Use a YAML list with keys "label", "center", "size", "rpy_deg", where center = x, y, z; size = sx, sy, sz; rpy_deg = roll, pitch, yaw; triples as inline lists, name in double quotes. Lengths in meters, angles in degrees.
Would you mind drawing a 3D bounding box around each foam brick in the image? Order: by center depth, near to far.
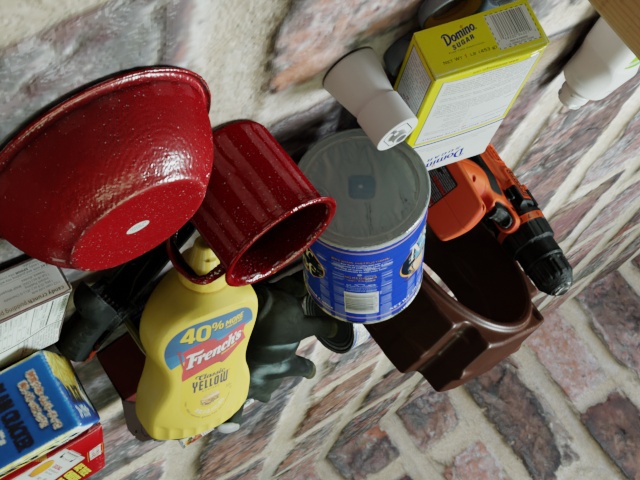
- label: "foam brick"
  center: [-0.165, 0.118, 0.997]
  size: [0.051, 0.053, 0.078]
  rpy_deg: [-35, 166, -1]

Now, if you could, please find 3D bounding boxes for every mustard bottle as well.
- label: "mustard bottle"
  center: [-0.097, 0.072, 0.846]
  size: [0.096, 0.058, 0.192]
  rpy_deg: [-18, 137, -29]

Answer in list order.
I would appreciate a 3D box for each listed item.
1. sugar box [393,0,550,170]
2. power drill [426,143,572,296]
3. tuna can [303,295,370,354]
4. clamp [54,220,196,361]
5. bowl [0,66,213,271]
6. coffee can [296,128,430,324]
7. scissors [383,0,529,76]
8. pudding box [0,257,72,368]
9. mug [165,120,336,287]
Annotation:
- label: "sugar box"
  center: [0.100, -0.108, 0.811]
  size: [0.093, 0.048, 0.176]
  rpy_deg: [-18, 165, -14]
- label: "power drill"
  center: [0.158, -0.029, 1.021]
  size: [0.057, 0.184, 0.187]
  rpy_deg: [-41, 154, 21]
- label: "tuna can"
  center: [0.021, 0.084, 1.221]
  size: [0.033, 0.086, 0.086]
  rpy_deg: [-26, 162, -35]
- label: "clamp"
  center: [-0.162, 0.049, 0.793]
  size: [0.120, 0.039, 0.172]
  rpy_deg: [-35, 168, -50]
- label: "bowl"
  center: [-0.121, -0.030, 0.638]
  size: [0.162, 0.055, 0.162]
  rpy_deg: [-32, 165, -10]
- label: "coffee can"
  center: [0.033, -0.008, 0.844]
  size: [0.102, 0.103, 0.140]
  rpy_deg: [-31, 155, -13]
- label: "scissors"
  center: [0.134, -0.182, 0.790]
  size: [0.201, 0.016, 0.096]
  rpy_deg: [-31, 164, -15]
- label: "pudding box"
  center: [-0.227, 0.059, 0.717]
  size: [0.113, 0.039, 0.090]
  rpy_deg: [-28, 164, -31]
- label: "mug"
  center: [-0.058, -0.020, 0.739]
  size: [0.117, 0.081, 0.093]
  rpy_deg: [-41, 163, 11]
